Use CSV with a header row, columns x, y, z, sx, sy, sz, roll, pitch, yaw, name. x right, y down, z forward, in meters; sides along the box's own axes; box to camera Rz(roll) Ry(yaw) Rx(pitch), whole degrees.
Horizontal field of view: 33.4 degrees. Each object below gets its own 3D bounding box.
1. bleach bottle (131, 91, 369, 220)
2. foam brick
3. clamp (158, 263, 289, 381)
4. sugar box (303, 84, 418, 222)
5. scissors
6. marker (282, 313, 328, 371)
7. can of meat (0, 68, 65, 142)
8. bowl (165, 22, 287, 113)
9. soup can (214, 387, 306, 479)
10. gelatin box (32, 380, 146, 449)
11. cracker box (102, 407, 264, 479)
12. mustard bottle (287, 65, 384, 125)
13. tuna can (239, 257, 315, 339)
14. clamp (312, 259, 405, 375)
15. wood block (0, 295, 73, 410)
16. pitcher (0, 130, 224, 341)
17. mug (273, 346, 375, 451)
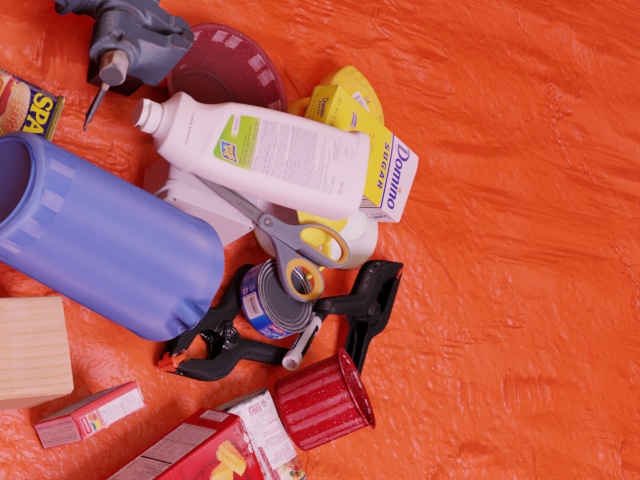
x,y,z,sx,sy,sz,roll,pitch,yaw,name
-0.071,-0.099,1.095,0.250,0.068,0.102,18,71,-28,bleach bottle
-0.214,-0.206,1.152,0.051,0.053,0.078,16,64,-33,foam brick
-0.105,0.092,1.141,0.171,0.039,0.120,-11,74,-47,clamp
0.045,-0.099,1.261,0.176,0.048,0.093,34,68,-42,sugar box
-0.057,0.001,1.128,0.201,0.016,0.096,21,80,-28,scissors
-0.015,0.106,1.193,0.020,0.020,0.121,53,29,-11,marker
-0.308,-0.113,1.042,0.083,0.058,0.102,26,59,-26,can of meat
-0.117,-0.162,1.211,0.161,0.055,0.162,14,65,-34,bowl
-0.066,0.212,1.107,0.068,0.069,0.102,-23,88,-41,soup can
-0.215,0.164,0.992,0.073,0.089,0.030,-25,92,-41,gelatin box
-0.138,0.282,0.994,0.213,0.072,0.164,-33,114,-42,cracker box
-0.002,-0.130,1.289,0.191,0.058,0.096,-43,112,-40,mustard bottle
-0.047,0.063,1.162,0.086,0.034,0.086,25,54,-39,tuna can
0.048,0.096,1.239,0.209,0.036,0.164,-46,139,-52,clamp
-0.331,0.104,0.921,0.205,0.091,0.090,0,74,-39,wood block
-0.215,-0.009,0.985,0.242,0.149,0.145,35,55,-51,pitcher
0.006,0.173,1.136,0.117,0.081,0.093,45,22,-68,mug
